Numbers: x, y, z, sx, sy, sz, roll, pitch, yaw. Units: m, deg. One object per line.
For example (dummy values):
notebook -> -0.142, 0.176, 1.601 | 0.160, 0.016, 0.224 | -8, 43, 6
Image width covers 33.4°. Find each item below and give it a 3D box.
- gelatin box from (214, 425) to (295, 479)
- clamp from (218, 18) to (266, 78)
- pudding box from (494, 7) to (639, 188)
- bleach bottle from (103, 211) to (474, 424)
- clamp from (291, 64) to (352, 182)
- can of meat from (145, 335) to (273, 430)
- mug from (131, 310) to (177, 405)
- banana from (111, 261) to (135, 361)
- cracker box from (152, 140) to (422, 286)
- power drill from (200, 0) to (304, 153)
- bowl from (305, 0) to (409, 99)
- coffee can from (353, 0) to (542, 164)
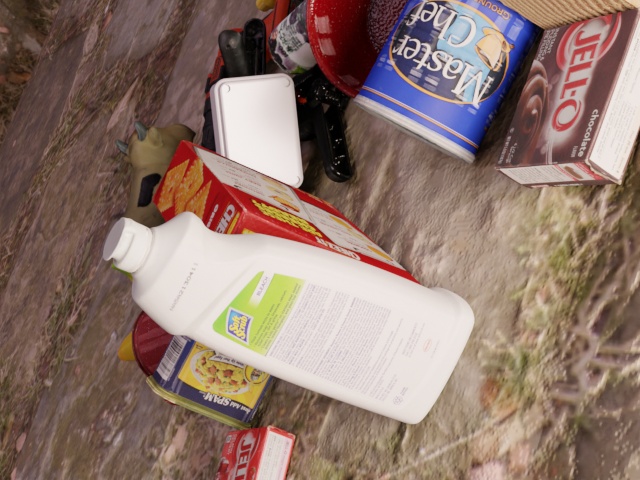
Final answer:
gelatin box -> -0.061, 0.203, 0.897 | 0.073, 0.030, 0.089 | -21, 50, 55
clamp -> -0.071, -0.154, 1.133 | 0.120, 0.039, 0.171 | -58, -34, -59
pudding box -> 0.172, -0.092, 0.705 | 0.090, 0.039, 0.113 | 0, 68, 62
bleach bottle -> -0.022, 0.039, 0.714 | 0.102, 0.250, 0.068 | -63, 26, 3
clamp -> 0.014, -0.150, 1.057 | 0.164, 0.036, 0.210 | -64, 26, 3
can of meat -> -0.090, 0.111, 0.953 | 0.084, 0.102, 0.057 | -62, 26, 1
mug -> -0.127, 0.104, 1.043 | 0.082, 0.093, 0.117 | -25, 45, 47
banana -> -0.184, 0.077, 1.142 | 0.198, 0.069, 0.037 | 102, -175, -52
cracker box -> -0.035, 0.002, 0.872 | 0.072, 0.164, 0.214 | -62, 26, 9
power drill -> -0.076, -0.200, 1.247 | 0.188, 0.057, 0.184 | -29, 47, 49
bowl -> 0.070, -0.194, 0.915 | 0.162, 0.055, 0.162 | 1, 93, 25
coffee can -> 0.102, -0.143, 0.809 | 0.140, 0.102, 0.103 | -62, 26, 5
